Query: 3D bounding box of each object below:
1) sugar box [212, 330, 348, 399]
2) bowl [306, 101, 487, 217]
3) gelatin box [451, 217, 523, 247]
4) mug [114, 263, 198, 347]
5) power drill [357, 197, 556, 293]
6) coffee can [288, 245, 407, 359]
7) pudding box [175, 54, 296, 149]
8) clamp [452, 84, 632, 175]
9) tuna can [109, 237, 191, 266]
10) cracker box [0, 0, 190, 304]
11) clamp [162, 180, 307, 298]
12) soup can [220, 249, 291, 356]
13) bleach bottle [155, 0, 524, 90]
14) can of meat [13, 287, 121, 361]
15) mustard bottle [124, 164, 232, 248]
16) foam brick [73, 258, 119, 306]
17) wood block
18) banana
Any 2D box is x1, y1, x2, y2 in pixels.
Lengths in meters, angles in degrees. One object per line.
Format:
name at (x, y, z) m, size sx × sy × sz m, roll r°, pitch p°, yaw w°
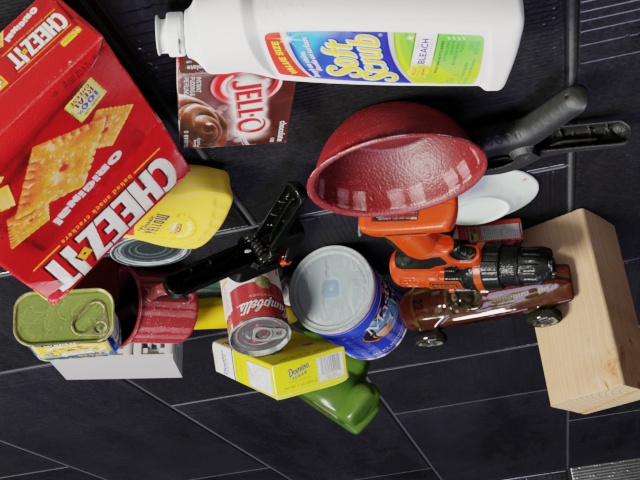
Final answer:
sugar box at (-0.050, 0.137, 1.235) m, size 0.093 × 0.048 × 0.176 m, roll -12°, pitch -169°, yaw -27°
bowl at (0.065, -0.078, 0.950) m, size 0.162 × 0.055 × 0.162 m, roll -6°, pitch 158°, yaw -3°
gelatin box at (0.188, 0.007, 1.226) m, size 0.073 × 0.030 × 0.089 m, roll -4°, pitch 157°, yaw -3°
mug at (-0.184, 0.070, 1.196) m, size 0.081 × 0.093 × 0.117 m, roll 6°, pitch 153°, yaw -39°
power drill at (0.135, 0.002, 1.105) m, size 0.185 × 0.057 × 0.187 m, roll -3°, pitch 154°, yaw 27°
coffee can at (0.035, 0.075, 1.252) m, size 0.103 × 0.103 × 0.140 m, roll -14°, pitch 157°, yaw 17°
pudding box at (-0.068, -0.116, 0.839) m, size 0.090 × 0.039 × 0.113 m, roll -4°, pitch 158°, yaw -9°
clamp at (0.197, -0.091, 0.981) m, size 0.172 × 0.039 × 0.120 m, roll -18°, pitch 151°, yaw 41°
tuna can at (-0.174, -0.004, 1.088) m, size 0.086 × 0.034 × 0.086 m, roll -6°, pitch 158°, yaw -3°
cracker box at (-0.200, -0.058, 0.795) m, size 0.164 × 0.072 × 0.213 m, roll -45°, pitch 157°, yaw -8°
clamp at (-0.057, 0.001, 1.083) m, size 0.165 × 0.036 × 0.209 m, roll -38°, pitch 169°, yaw 13°
soup can at (-0.073, 0.067, 1.180) m, size 0.068 × 0.102 × 0.068 m, roll -8°, pitch 139°, yaw -7°
bleach bottle at (0.011, -0.147, 0.759) m, size 0.250 × 0.068 × 0.102 m, roll -3°, pitch 157°, yaw -3°
can of meat at (-0.262, 0.091, 1.123) m, size 0.102 × 0.057 × 0.084 m, roll -4°, pitch 160°, yaw -4°
mustard bottle at (-0.182, -0.040, 0.964) m, size 0.191 × 0.058 × 0.096 m, roll 9°, pitch 145°, yaw -33°
foam brick at (-0.266, 0.048, 1.163) m, size 0.053 × 0.051 × 0.078 m, roll -24°, pitch 152°, yaw 37°
wood block at (0.298, 0.081, 1.206) m, size 0.091 × 0.206 × 0.090 m, roll -23°, pitch 153°, yaw 33°
banana at (-0.107, 0.091, 1.292) m, size 0.197 × 0.037 × 0.070 m, roll 2°, pitch 156°, yaw -20°
